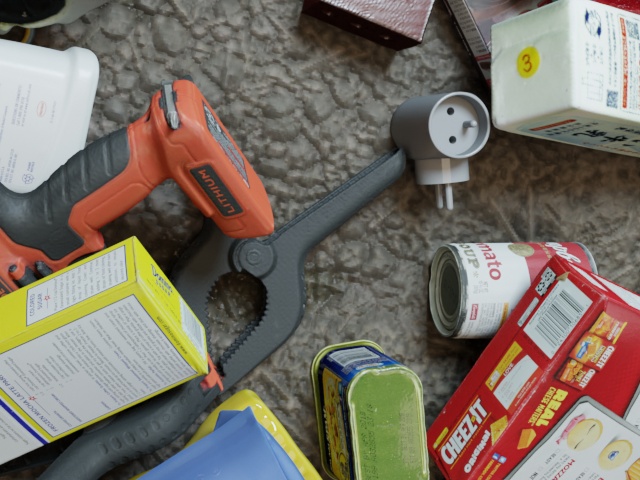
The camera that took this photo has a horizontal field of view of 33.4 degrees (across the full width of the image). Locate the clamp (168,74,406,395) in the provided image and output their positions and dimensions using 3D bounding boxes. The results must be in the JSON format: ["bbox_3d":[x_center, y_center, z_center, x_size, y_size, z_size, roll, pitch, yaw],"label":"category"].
[{"bbox_3d":[-0.055,0.001,0.721,0.164,0.036,0.210,25,92,-10],"label":"clamp"}]

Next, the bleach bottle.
[{"bbox_3d":[-0.265,-0.090,0.627,0.250,0.068,0.102,10,101,-22],"label":"bleach bottle"}]

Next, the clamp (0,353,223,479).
[{"bbox_3d":[-0.138,0.127,0.666,0.171,0.120,0.039,-28,119,-8],"label":"clamp"}]

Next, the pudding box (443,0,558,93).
[{"bbox_3d":[0.150,-0.169,0.758,0.113,0.039,0.090,-31,101,-11],"label":"pudding box"}]

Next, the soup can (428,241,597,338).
[{"bbox_3d":[0.135,0.035,0.757,0.102,0.068,0.068,0,95,-14],"label":"soup can"}]

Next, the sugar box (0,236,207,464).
[{"bbox_3d":[-0.164,0.073,0.631,0.176,0.048,0.093,-22,132,9],"label":"sugar box"}]

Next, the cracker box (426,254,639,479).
[{"bbox_3d":[0.202,0.121,0.740,0.213,0.072,0.164,24,107,-30],"label":"cracker box"}]

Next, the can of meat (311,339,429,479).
[{"bbox_3d":[0.034,0.126,0.731,0.057,0.084,0.102,-7,96,-14],"label":"can of meat"}]

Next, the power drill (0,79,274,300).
[{"bbox_3d":[-0.126,0.000,0.645,0.188,0.057,0.184,-27,131,7],"label":"power drill"}]

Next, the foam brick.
[{"bbox_3d":[0.034,-0.168,0.722,0.078,0.053,0.051,19,90,-15],"label":"foam brick"}]
